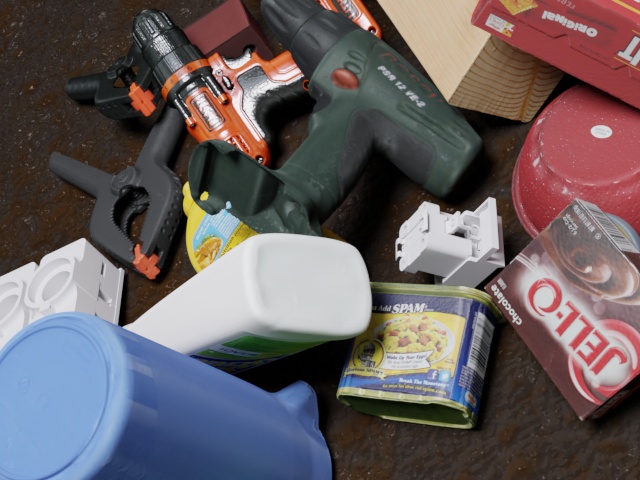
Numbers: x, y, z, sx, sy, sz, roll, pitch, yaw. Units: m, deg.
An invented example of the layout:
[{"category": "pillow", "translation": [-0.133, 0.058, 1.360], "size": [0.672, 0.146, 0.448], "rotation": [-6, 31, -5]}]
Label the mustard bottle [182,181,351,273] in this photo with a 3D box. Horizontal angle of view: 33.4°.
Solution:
[{"category": "mustard bottle", "translation": [-0.055, 0.001, 0.855], "size": [0.192, 0.058, 0.096], "rotation": [40, 98, 40]}]

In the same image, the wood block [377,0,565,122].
[{"category": "wood block", "translation": [0.113, -0.199, 0.852], "size": [0.091, 0.090, 0.206], "rotation": [-58, 42, 32]}]

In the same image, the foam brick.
[{"category": "foam brick", "translation": [-0.091, -0.180, 0.997], "size": [0.078, 0.053, 0.051], "rotation": [-32, 50, 8]}]

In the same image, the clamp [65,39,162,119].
[{"category": "clamp", "translation": [-0.179, -0.164, 1.025], "size": [0.120, 0.039, 0.172], "rotation": [-48, 34, -5]}]

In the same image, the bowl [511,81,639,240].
[{"category": "bowl", "translation": [0.206, -0.064, 0.754], "size": [0.162, 0.055, 0.162], "rotation": [-15, 54, 21]}]

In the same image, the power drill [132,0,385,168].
[{"category": "power drill", "translation": [-0.052, -0.165, 0.925], "size": [0.188, 0.057, 0.184], "rotation": [-35, 80, 5]}]

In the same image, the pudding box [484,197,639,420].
[{"category": "pudding box", "translation": [0.172, 0.044, 0.681], "size": [0.090, 0.039, 0.113], "rotation": [-48, 57, 26]}]

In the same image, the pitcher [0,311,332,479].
[{"category": "pitcher", "translation": [-0.106, 0.140, 0.675], "size": [0.145, 0.242, 0.149], "rotation": [-11, 63, 23]}]

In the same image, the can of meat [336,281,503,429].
[{"category": "can of meat", "translation": [0.067, 0.079, 0.739], "size": [0.102, 0.057, 0.084], "rotation": [1, 64, 31]}]

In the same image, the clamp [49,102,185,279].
[{"category": "clamp", "translation": [-0.178, -0.045, 0.969], "size": [0.165, 0.036, 0.210], "rotation": [-24, 48, 16]}]

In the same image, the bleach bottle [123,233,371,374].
[{"category": "bleach bottle", "translation": [-0.077, 0.068, 0.768], "size": [0.251, 0.102, 0.068], "rotation": [-31, 59, 49]}]
